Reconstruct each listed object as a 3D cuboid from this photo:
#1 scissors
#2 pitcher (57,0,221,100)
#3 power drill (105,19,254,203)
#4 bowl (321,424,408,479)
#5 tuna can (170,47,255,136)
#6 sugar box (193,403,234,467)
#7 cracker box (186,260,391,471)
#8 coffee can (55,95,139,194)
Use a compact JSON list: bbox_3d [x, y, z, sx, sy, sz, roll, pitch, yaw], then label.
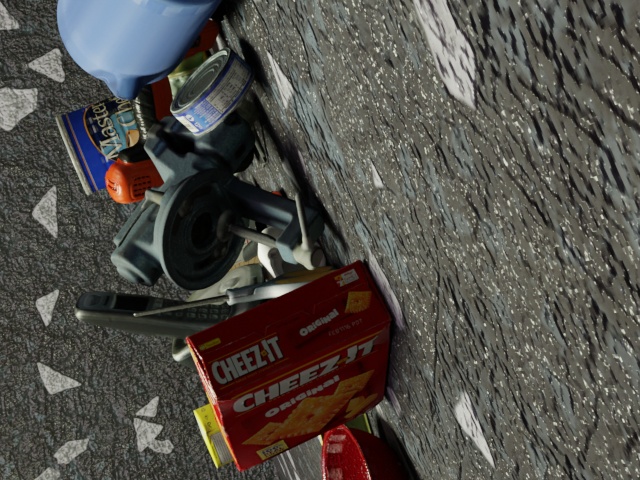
[{"bbox_3d":[-0.067,0.047,1.010,0.096,0.202,0.016,-34,-65,-77],"label":"scissors"},{"bbox_3d":[-0.150,-0.235,0.936,0.149,0.145,0.243,51,161,-9],"label":"pitcher"},{"bbox_3d":[-0.146,-0.141,1.142,0.057,0.184,0.188,24,122,42],"label":"power drill"},{"bbox_3d":[0.054,0.267,1.129,0.162,0.055,0.162,172,90,-71],"label":"bowl"},{"bbox_3d":[-0.104,-0.143,1.021,0.033,0.086,0.086,42,-179,-24],"label":"tuna can"},{"bbox_3d":[-0.062,0.211,1.322,0.048,0.176,0.093,58,166,35],"label":"sugar box"},{"bbox_3d":[-0.022,0.121,0.968,0.072,0.164,0.214,61,168,24],"label":"cracker box"},{"bbox_3d":[-0.240,-0.128,1.312,0.103,0.140,0.103,158,90,-81],"label":"coffee can"}]
